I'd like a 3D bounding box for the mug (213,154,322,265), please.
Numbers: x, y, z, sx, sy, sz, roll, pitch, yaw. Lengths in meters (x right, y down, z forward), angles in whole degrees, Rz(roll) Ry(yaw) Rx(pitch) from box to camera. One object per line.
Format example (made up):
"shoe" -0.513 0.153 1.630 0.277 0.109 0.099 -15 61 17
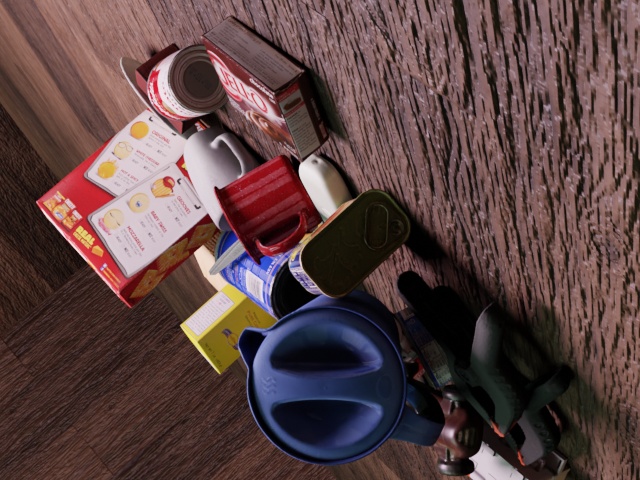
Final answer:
"mug" -0.047 -0.028 1.075 0.093 0.081 0.117 58 -177 -37

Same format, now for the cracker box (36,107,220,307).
"cracker box" -0.208 -0.050 1.304 0.164 0.213 0.072 44 169 18

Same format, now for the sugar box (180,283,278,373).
"sugar box" -0.093 0.087 1.414 0.048 0.176 0.093 42 167 35

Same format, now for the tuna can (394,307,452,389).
"tuna can" 0.108 0.102 1.057 0.086 0.034 0.086 61 -178 -4

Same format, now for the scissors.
"scissors" -0.058 0.001 1.197 0.096 0.016 0.202 32 135 3

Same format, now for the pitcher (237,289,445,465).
"pitcher" 0.026 0.116 0.985 0.242 0.145 0.149 -35 -75 -82

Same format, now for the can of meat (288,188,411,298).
"can of meat" 0.023 0.004 0.956 0.057 0.102 0.084 49 170 -5

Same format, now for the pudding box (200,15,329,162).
"pudding box" -0.048 -0.131 0.924 0.114 0.039 0.090 39 164 35

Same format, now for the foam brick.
"foam brick" -0.156 -0.165 1.161 0.078 0.051 0.053 48 168 0

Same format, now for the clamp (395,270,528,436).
"clamp" 0.125 0.096 0.911 0.120 0.039 0.171 35 154 48

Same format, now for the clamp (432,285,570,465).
"clamp" 0.172 0.136 0.995 0.165 0.036 0.210 40 161 38

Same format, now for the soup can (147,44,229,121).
"soup can" -0.129 -0.156 1.061 0.068 0.068 0.102 52 166 -15

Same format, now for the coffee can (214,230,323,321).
"coffee can" -0.050 0.033 1.277 0.140 0.102 0.102 31 159 52
